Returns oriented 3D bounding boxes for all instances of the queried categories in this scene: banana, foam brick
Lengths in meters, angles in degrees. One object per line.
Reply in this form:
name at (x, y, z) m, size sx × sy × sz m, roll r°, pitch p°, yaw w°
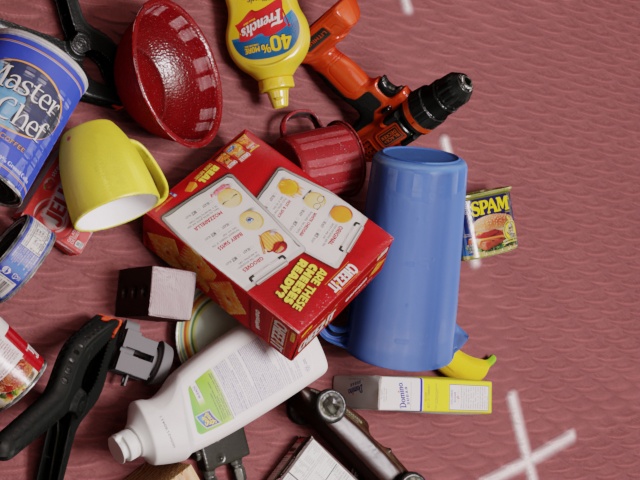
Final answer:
banana at (0.153, 0.130, 1.360) m, size 0.197 × 0.037 × 0.069 m, roll 40°, pitch 37°, yaw -27°
foam brick at (-0.172, 0.057, 1.112) m, size 0.051 × 0.078 × 0.053 m, roll 12°, pitch 78°, yaw -35°

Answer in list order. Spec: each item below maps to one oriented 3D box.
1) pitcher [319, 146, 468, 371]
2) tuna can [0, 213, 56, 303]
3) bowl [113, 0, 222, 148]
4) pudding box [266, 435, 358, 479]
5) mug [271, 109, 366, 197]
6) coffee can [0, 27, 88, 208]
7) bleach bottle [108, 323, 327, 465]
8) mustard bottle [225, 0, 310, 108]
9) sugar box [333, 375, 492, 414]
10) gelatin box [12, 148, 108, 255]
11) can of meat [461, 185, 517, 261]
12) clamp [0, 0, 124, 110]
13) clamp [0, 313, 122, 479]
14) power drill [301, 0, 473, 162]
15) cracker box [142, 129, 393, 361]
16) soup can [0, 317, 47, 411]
pitcher at (0.091, 0.019, 1.226) m, size 0.148 × 0.145 × 0.243 m, roll -15°, pitch 116°, yaw -51°
tuna can at (-0.295, 0.017, 1.025) m, size 0.033 × 0.086 × 0.086 m, roll 41°, pitch 63°, yaw -22°
bowl at (-0.169, -0.171, 1.132) m, size 0.162 × 0.055 × 0.162 m, roll 35°, pitch 48°, yaw -53°
pudding box at (-0.004, 0.292, 1.216) m, size 0.113 × 0.039 × 0.090 m, roll 47°, pitch 62°, yaw -13°
mug at (-0.010, -0.099, 1.241) m, size 0.081 × 0.093 × 0.117 m, roll -15°, pitch 79°, yaw -31°
coffee can at (-0.301, -0.117, 1.026) m, size 0.102 × 0.103 × 0.140 m, roll 35°, pitch 66°, yaw -27°
bleach bottle at (-0.112, 0.153, 1.112) m, size 0.250 × 0.068 × 0.102 m, roll -26°, pitch 87°, yaw -36°
mustard bottle at (-0.063, -0.246, 1.220) m, size 0.096 × 0.058 × 0.191 m, roll -10°, pitch 92°, yaw 7°
sugar box at (0.112, 0.185, 1.287) m, size 0.175 × 0.094 × 0.048 m, roll 11°, pitch 78°, yaw -34°
gelatin box at (-0.259, -0.040, 1.091) m, size 0.073 × 0.030 × 0.089 m, roll 38°, pitch 64°, yaw -25°
can of meat at (0.209, -0.022, 1.402) m, size 0.101 × 0.058 × 0.084 m, roll -12°, pitch 94°, yaw -35°
clamp at (-0.256, -0.211, 1.108) m, size 0.171 × 0.039 × 0.120 m, roll 42°, pitch 66°, yaw -31°
clamp at (-0.250, 0.167, 1.044) m, size 0.036 × 0.165 × 0.209 m, roll 15°, pitch 49°, yaw 11°
power drill at (0.065, -0.195, 1.255) m, size 0.187 × 0.185 × 0.057 m, roll 49°, pitch 43°, yaw -11°
cracker box at (-0.057, 0.001, 1.139) m, size 0.214 × 0.072 × 0.164 m, roll 37°, pitch 58°, yaw 15°
soup can at (-0.319, 0.104, 1.009) m, size 0.102 × 0.069 × 0.068 m, roll 49°, pitch 60°, yaw -19°
